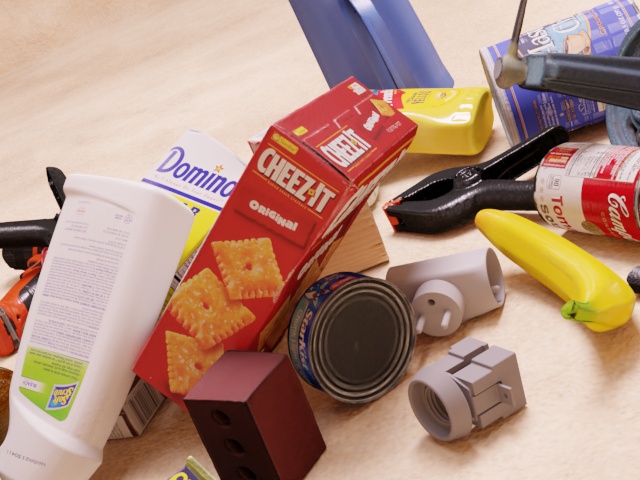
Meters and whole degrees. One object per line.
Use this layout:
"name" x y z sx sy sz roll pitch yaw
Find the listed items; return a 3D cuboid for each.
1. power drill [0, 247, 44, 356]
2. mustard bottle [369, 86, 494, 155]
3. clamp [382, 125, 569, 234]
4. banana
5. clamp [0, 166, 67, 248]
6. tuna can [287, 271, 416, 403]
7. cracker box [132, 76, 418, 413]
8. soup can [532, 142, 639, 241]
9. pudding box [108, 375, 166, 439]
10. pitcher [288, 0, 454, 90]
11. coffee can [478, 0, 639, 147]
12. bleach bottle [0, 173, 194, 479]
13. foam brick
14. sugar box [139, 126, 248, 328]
"power drill" -0.314 0.045 1.115 0.185 0.057 0.187 -4 29 36
"mustard bottle" 0.071 -0.121 1.066 0.192 0.058 0.096 3 31 22
"clamp" 0.139 -0.049 0.920 0.172 0.039 0.120 -10 24 29
"banana" 0.163 0.019 0.720 0.037 0.069 0.198 -57 17 9
"clamp" -0.261 -0.011 1.076 0.210 0.036 0.164 20 39 31
"tuna can" 0.021 0.064 0.720 0.086 0.086 0.034 -33 23 -23
"cracker box" -0.028 0.003 0.752 0.214 0.072 0.164 -57 -5 27
"soup can" 0.215 -0.036 0.782 0.068 0.068 0.102 -34 25 -25
"pudding box" -0.164 0.112 0.851 0.090 0.039 0.113 -11 24 25
"pitcher" 0.043 -0.242 1.172 0.149 0.242 0.144 -10 28 42
"coffee can" 0.228 -0.152 0.980 0.140 0.103 0.103 -19 23 9
"bleach bottle" -0.176 0.080 0.761 0.103 0.068 0.251 9 73 32
"foam brick" -0.041 0.116 0.675 0.053 0.078 0.051 -3 28 39
"sugar box" -0.125 -0.001 0.845 0.093 0.048 0.176 35 83 35
